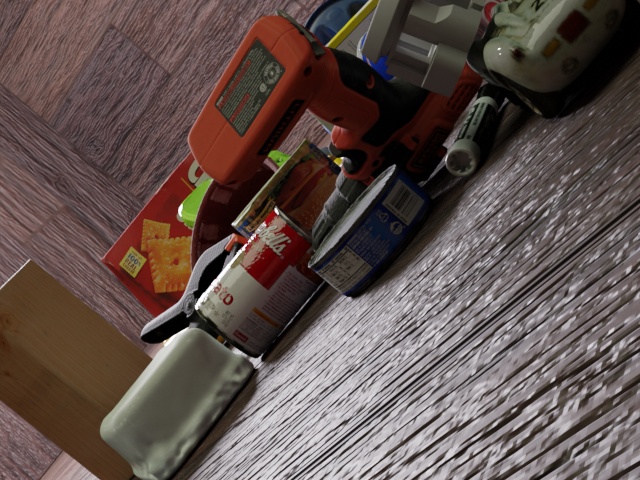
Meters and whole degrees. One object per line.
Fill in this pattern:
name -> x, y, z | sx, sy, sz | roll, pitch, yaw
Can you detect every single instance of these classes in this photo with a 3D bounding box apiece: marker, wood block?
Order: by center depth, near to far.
marker -> 0.099, -0.072, 0.672 | 0.020, 0.020, 0.121 | -46, 6, 32
wood block -> -0.236, 0.130, 1.020 | 0.090, 0.206, 0.090 | -46, 7, 38

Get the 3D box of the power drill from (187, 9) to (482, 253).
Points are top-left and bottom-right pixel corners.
power drill -> 0.005, -0.065, 0.708 | 0.187, 0.057, 0.185 | 7, -57, -49

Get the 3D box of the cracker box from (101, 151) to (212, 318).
cracker box -> -0.141, 0.004, 1.303 | 0.214, 0.164, 0.072 | -48, -13, 16

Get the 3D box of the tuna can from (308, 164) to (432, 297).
tuna can -> 0.032, -0.005, 0.678 | 0.086, 0.033, 0.086 | -49, 5, 5

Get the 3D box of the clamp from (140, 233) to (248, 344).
clamp -> -0.113, 0.063, 0.987 | 0.120, 0.039, 0.171 | 40, 105, 46

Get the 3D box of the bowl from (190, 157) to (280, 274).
bowl -> -0.057, 0.001, 1.009 | 0.162, 0.055, 0.162 | -16, 69, 47

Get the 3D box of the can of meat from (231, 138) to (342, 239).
can of meat -> -0.012, -0.023, 0.900 | 0.102, 0.084, 0.057 | -50, 5, -7

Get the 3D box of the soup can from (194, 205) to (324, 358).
soup can -> -0.041, 0.033, 0.835 | 0.102, 0.068, 0.068 | -50, 5, 3
